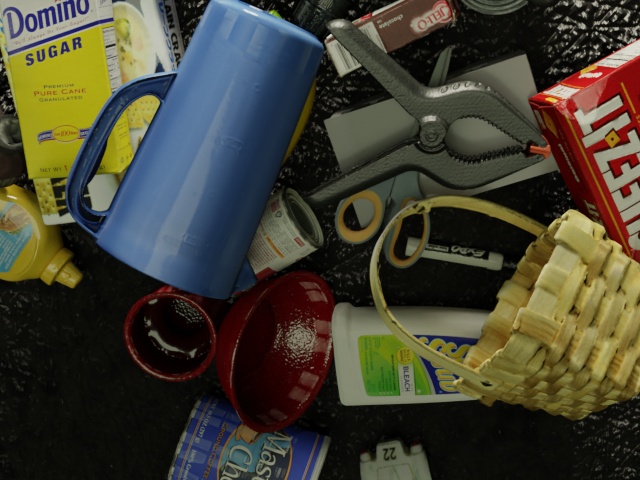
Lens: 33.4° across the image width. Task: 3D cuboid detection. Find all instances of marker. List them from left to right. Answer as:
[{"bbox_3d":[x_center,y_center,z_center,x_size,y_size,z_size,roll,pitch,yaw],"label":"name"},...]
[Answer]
[{"bbox_3d":[0.143,0.016,1.027,0.121,0.020,0.020,10,109,6],"label":"marker"}]

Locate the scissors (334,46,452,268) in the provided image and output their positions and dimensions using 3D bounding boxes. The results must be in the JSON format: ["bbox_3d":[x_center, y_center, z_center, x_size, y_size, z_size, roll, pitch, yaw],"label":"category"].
[{"bbox_3d":[0.062,-0.073,0.949,0.096,0.016,0.202,4,108,7],"label":"scissors"}]

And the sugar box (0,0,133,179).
[{"bbox_3d":[-0.226,-0.147,0.953,0.093,0.048,0.176,-4,108,10],"label":"sugar box"}]

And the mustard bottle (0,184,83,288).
[{"bbox_3d":[-0.321,-0.015,1.076,0.191,0.058,0.096,37,111,-3],"label":"mustard bottle"}]

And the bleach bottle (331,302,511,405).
[{"bbox_3d":[0.141,0.104,1.034,0.251,0.068,0.102,-4,107,9],"label":"bleach bottle"}]

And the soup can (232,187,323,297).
[{"bbox_3d":[-0.057,0.001,1.032,0.102,0.068,0.068,-30,100,16],"label":"soup can"}]

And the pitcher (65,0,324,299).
[{"bbox_3d":[-0.101,-0.084,0.922,0.145,0.149,0.243,27,97,28],"label":"pitcher"}]

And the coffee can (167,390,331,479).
[{"bbox_3d":[-0.071,0.225,1.085,0.140,0.102,0.103,20,109,3],"label":"coffee can"}]

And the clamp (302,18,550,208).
[{"bbox_3d":[0.087,-0.085,0.911,0.210,0.036,0.165,15,112,-1],"label":"clamp"}]

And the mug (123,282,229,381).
[{"bbox_3d":[-0.137,0.070,1.059,0.093,0.081,0.117,8,109,7],"label":"mug"}]

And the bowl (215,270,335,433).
[{"bbox_3d":[-0.052,0.101,1.035,0.055,0.161,0.162,16,112,35],"label":"bowl"}]

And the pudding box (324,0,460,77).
[{"bbox_3d":[0.065,-0.188,0.939,0.114,0.090,0.039,-22,101,16],"label":"pudding box"}]
